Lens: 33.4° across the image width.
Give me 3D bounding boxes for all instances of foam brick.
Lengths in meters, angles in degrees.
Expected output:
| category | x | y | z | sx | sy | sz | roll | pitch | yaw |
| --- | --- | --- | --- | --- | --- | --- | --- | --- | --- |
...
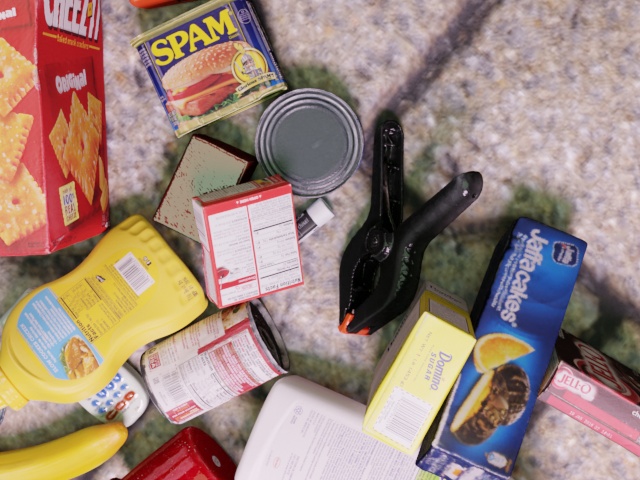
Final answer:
| category | x | y | z | sx | sy | sz | roll | pitch | yaw |
| --- | --- | --- | --- | --- | --- | --- | --- | --- | --- |
| foam brick | -0.091 | -0.041 | 0.851 | 0.051 | 0.053 | 0.078 | 27 | 97 | 3 |

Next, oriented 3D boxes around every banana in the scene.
| category | x | y | z | sx | sy | sz | roll | pitch | yaw |
| --- | --- | --- | --- | --- | --- | --- | --- | --- | --- |
| banana | -0.251 | 0.186 | 0.886 | 0.198 | 0.069 | 0.037 | -9 | 63 | 1 |

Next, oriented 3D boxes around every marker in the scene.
| category | x | y | z | sx | sy | sz | roll | pitch | yaw |
| --- | --- | --- | --- | --- | --- | --- | --- | --- | --- |
| marker | -0.041 | 0.010 | 0.868 | 0.121 | 0.020 | 0.020 | -39 | 90 | 8 |

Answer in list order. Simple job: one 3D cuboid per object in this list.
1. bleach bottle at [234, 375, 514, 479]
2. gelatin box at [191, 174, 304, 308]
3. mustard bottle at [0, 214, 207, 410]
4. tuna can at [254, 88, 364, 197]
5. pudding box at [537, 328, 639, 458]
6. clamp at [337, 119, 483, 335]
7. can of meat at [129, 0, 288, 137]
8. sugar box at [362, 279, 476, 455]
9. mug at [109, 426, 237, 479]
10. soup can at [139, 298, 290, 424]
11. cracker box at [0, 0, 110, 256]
| category | x | y | z | sx | sy | sz | roll | pitch | yaw |
| --- | --- | --- | --- | --- | --- | --- | --- | --- | --- |
| bleach bottle | 0.064 | 0.197 | 0.817 | 0.251 | 0.068 | 0.102 | 24 | 94 | 20 |
| gelatin box | -0.055 | 0.001 | 0.824 | 0.073 | 0.030 | 0.089 | -16 | 116 | -20 |
| mustard bottle | -0.190 | 0.071 | 0.839 | 0.191 | 0.058 | 0.096 | -38 | 73 | -11 |
| tuna can | -0.008 | -0.077 | 0.848 | 0.086 | 0.033 | 0.086 | 1 | 95 | 6 |
| pudding box | 0.207 | 0.111 | 0.803 | 0.090 | 0.113 | 0.039 | 31 | 101 | 2 |
| clamp | 0.062 | 0.001 | 0.819 | 0.039 | 0.120 | 0.171 | 8 | 102 | -31 |
| can of meat | -0.085 | -0.138 | 0.840 | 0.102 | 0.057 | 0.084 | -23 | 95 | 8 |
| sugar box | 0.073 | 0.087 | 0.783 | 0.048 | 0.176 | 0.093 | 29 | 98 | 5 |
| mug | -0.105 | 0.212 | 0.866 | 0.081 | 0.093 | 0.117 | -40 | 121 | 3 |
| soup can | -0.084 | 0.097 | 0.856 | 0.102 | 0.068 | 0.068 | -27 | 92 | 8 |
| cracker box | -0.211 | -0.102 | 0.802 | 0.072 | 0.164 | 0.214 | 0 | 96 | 4 |
